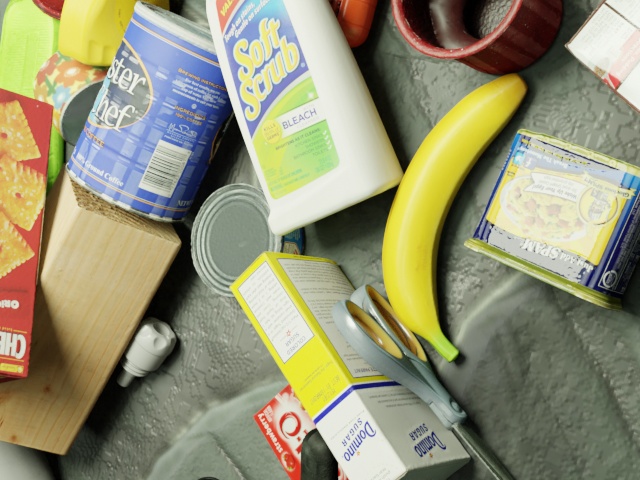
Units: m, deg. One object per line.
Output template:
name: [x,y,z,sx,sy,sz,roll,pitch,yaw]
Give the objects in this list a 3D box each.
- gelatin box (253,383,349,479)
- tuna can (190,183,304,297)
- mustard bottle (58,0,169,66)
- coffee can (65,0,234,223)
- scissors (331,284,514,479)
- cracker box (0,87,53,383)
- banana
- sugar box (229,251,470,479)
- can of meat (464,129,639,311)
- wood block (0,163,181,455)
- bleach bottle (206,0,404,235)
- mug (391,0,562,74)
gelatin box: [0.003,0.140,0.760,0.073,0.030,0.089,-44,63,22]
tuna can: [-0.055,0.001,0.811,0.086,0.033,0.086,-4,83,33]
mustard bottle: [-0.152,-0.236,0.836,0.058,0.096,0.192,25,115,32]
coffee can: [-0.122,-0.099,0.825,0.103,0.102,0.140,34,104,31]
scissors: [0.071,0.104,0.686,0.016,0.096,0.202,-45,60,18]
cracker box: [-0.285,0.004,0.828,0.165,0.072,0.213,-15,67,45]
banana: [0.083,-0.021,0.723,0.069,0.037,0.198,14,96,5]
sugar box: [0.019,0.089,0.717,0.048,0.093,0.176,-43,64,23]
can of meat: [0.153,-0.015,0.661,0.102,0.057,0.084,26,97,32]
wood block: [-0.204,0.057,0.856,0.206,0.090,0.091,-60,30,14]
bleach bottle: [-0.034,-0.137,0.746,0.103,0.068,0.251,-23,91,35]
mug: [0.097,-0.160,0.697,0.117,0.081,0.093,36,105,31]
